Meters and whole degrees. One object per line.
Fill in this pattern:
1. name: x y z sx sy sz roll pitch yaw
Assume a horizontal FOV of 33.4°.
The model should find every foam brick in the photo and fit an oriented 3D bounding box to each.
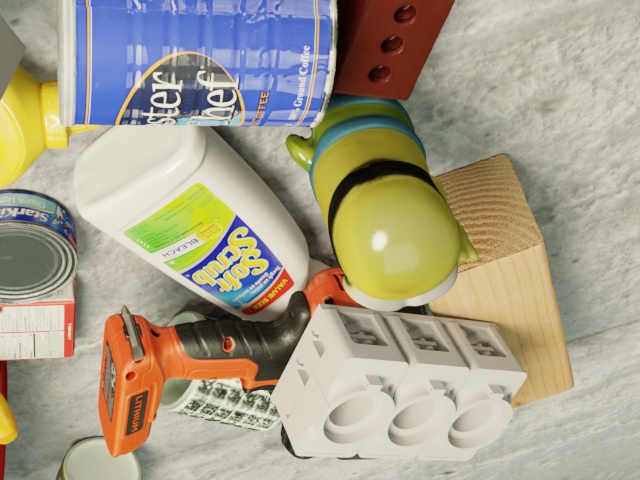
1. foam brick: 0.037 -0.130 0.631 0.053 0.051 0.078 3 137 -20

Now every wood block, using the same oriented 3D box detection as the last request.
1. wood block: 0.132 0.043 0.829 0.090 0.091 0.206 -19 140 6

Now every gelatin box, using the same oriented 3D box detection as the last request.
1. gelatin box: -0.228 0.058 0.796 0.089 0.030 0.073 -1 140 -14

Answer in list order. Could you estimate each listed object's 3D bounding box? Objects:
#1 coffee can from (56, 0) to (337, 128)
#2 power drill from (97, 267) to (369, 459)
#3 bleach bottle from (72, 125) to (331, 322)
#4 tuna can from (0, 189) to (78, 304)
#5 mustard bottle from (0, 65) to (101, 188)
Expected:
1. coffee can: -0.071 -0.113 0.582 0.140 0.103 0.103 -1 139 -15
2. power drill: -0.062 0.103 0.768 0.187 0.057 0.184 -7 131 -22
3. bleach bottle: -0.055 0.001 0.753 0.103 0.068 0.250 -30 140 18
4. tuna can: -0.211 0.005 0.735 0.086 0.034 0.086 -8 140 -7
5. mustard bottle: -0.226 -0.070 0.624 0.191 0.058 0.096 -4 129 -11
